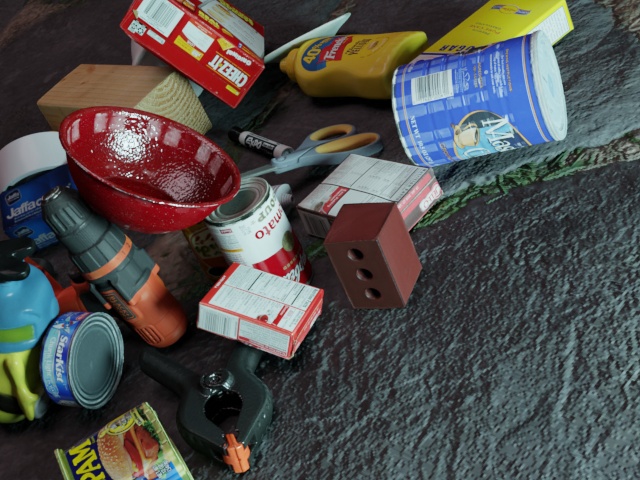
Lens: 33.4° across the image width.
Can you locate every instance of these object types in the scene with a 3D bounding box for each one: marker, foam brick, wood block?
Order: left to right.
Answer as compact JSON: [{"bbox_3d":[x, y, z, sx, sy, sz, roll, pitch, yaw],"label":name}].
[{"bbox_3d":[-0.247,-0.158,1.332,0.206,0.090,0.090,10,48,42],"label":"wood block"},{"bbox_3d":[-0.069,-0.109,1.206,0.020,0.020,0.121,-40,35,-18],"label":"marker"},{"bbox_3d":[0.045,0.013,0.907,0.053,0.078,0.051,-3,39,32],"label":"foam brick"}]

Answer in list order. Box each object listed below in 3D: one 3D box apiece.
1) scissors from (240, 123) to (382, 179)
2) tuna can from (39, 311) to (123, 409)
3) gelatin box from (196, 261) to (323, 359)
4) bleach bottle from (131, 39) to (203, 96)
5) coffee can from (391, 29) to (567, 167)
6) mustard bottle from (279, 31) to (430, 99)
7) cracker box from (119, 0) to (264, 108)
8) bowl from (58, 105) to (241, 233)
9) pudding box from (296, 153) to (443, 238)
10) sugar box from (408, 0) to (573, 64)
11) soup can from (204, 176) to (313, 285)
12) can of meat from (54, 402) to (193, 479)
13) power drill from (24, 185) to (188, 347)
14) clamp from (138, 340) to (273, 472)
[{"bbox_3d":[-0.036,-0.088,1.119,0.201,0.016,0.096,-12,25,-2],"label":"scissors"},{"bbox_3d":[-0.212,0.106,0.949,0.034,0.086,0.086,1,42,22],"label":"tuna can"},{"bbox_3d":[-0.051,0.059,0.913,0.089,0.030,0.073,18,33,12],"label":"gelatin box"},{"bbox_3d":[-0.221,-0.272,1.465,0.068,0.102,0.251,-64,26,19],"label":"bleach bottle"},{"bbox_3d":[0.150,-0.131,1.006,0.140,0.102,0.102,-11,37,24],"label":"coffee can"},{"bbox_3d":[0.028,-0.202,1.229,0.192,0.058,0.096,8,46,42],"label":"mustard bottle"},{"bbox_3d":[-0.151,-0.258,1.300,0.072,0.164,0.213,-51,17,16],"label":"cracker box"},{"bbox_3d":[-0.153,-0.053,0.925,0.162,0.055,0.162,18,27,-10],"label":"bowl"},{"bbox_3d":[0.045,-0.037,1.011,0.114,0.039,0.090,17,53,45],"label":"pudding box"},{"bbox_3d":[0.173,-0.202,1.138,0.176,0.048,0.093,-37,35,-17],"label":"sugar box"},{"bbox_3d":[-0.056,0.001,0.971,0.068,0.102,0.068,-18,34,13],"label":"soup can"},{"bbox_3d":[-0.150,0.183,0.833,0.084,0.057,0.102,-30,34,-10],"label":"can of meat"},{"bbox_3d":[-0.235,0.033,0.997,0.188,0.184,0.057,-9,37,42],"label":"power drill"},{"bbox_3d":[-0.094,0.126,0.883,0.120,0.039,0.171,-19,32,5],"label":"clamp"}]
